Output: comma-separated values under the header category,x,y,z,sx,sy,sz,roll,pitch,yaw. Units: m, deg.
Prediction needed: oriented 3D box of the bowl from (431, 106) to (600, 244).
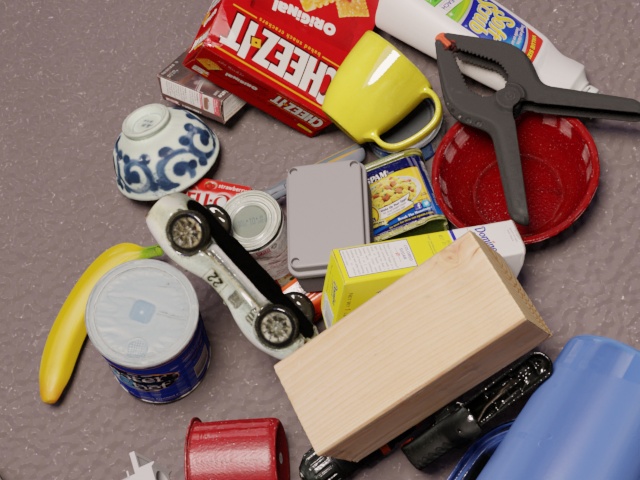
category,x,y,z,sx,sy,sz,roll,pitch,yaw
bowl,0.193,-0.059,1.054,0.162,0.055,0.162,-6,64,12

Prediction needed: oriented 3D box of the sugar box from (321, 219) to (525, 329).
category,x,y,z,sx,sy,sz,roll,pitch,yaw
sugar box,0.092,0.037,0.969,0.176,0.093,0.048,-8,54,-14

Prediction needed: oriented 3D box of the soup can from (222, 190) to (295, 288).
category,x,y,z,sx,sy,sz,roll,pitch,yaw
soup can,-0.057,0.001,1.067,0.068,0.102,0.068,-6,64,12

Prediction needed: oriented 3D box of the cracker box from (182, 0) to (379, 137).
category,x,y,z,sx,sy,sz,roll,pitch,yaw
cracker box,-0.027,-0.246,1.145,0.164,0.072,0.213,28,70,-17

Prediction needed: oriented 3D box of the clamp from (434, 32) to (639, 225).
category,x,y,z,sx,sy,sz,roll,pitch,yaw
clamp,0.195,-0.135,1.031,0.164,0.036,0.210,-35,68,-4

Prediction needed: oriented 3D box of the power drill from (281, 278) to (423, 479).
category,x,y,z,sx,sy,sz,roll,pitch,yaw
power drill,0.018,0.121,1.018,0.184,0.057,0.188,-36,65,-8

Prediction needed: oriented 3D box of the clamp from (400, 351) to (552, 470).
category,x,y,z,sx,sy,sz,roll,pitch,yaw
clamp,0.116,0.160,0.915,0.039,0.120,0.172,55,132,16

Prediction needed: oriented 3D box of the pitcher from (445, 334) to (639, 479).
category,x,y,z,sx,sy,sz,roll,pitch,yaw
pitcher,0.195,0.202,0.901,0.149,0.145,0.242,31,72,11

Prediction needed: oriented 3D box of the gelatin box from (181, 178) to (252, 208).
category,x,y,z,sx,sy,sz,roll,pitch,yaw
gelatin box,-0.122,-0.028,1.139,0.089,0.030,0.073,12,69,20

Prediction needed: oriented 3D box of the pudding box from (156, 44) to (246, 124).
category,x,y,z,sx,sy,sz,roll,pitch,yaw
pudding box,-0.111,-0.186,1.187,0.090,0.039,0.113,23,54,24

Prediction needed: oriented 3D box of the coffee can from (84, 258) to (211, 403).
category,x,y,z,sx,sy,sz,roll,pitch,yaw
coffee can,-0.161,0.090,1.020,0.103,0.140,0.103,0,68,-1

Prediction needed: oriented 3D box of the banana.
category,x,y,z,sx,sy,sz,roll,pitch,yaw
banana,-0.242,0.074,1.111,0.070,0.037,0.197,23,77,53

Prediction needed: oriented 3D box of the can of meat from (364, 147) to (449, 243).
category,x,y,z,sx,sy,sz,roll,pitch,yaw
can of meat,0.070,-0.033,1.075,0.102,0.057,0.084,-21,64,4

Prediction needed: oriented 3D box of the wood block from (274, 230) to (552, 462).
category,x,y,z,sx,sy,sz,roll,pitch,yaw
wood block,0.077,0.094,0.905,0.206,0.090,0.091,-36,63,14

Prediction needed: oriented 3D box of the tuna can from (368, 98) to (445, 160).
category,x,y,z,sx,sy,sz,roll,pitch,yaw
tuna can,0.088,-0.121,1.123,0.086,0.033,0.086,-6,65,12

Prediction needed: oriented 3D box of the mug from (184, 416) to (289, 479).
category,x,y,z,sx,sy,sz,roll,pitch,yaw
mug,-0.073,0.218,0.986,0.081,0.093,0.117,-6,95,7

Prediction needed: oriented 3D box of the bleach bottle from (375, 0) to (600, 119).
category,x,y,z,sx,sy,sz,roll,pitch,yaw
bleach bottle,0.185,-0.204,1.115,0.251,0.068,0.102,34,50,18

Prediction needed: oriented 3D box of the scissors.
category,x,y,z,sx,sy,sz,roll,pitch,yaw
scissors,-0.034,-0.052,1.085,0.201,0.096,0.016,-30,99,-19
